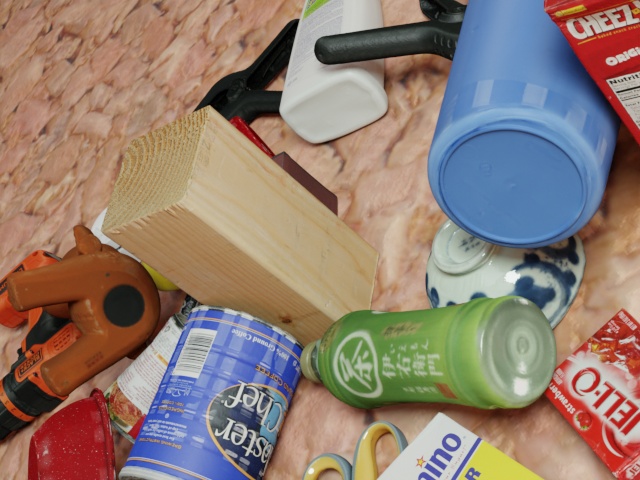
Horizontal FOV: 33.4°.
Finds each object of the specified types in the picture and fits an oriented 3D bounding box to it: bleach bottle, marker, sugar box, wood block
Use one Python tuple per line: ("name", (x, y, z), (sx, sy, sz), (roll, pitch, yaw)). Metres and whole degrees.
("bleach bottle", (0.023, -0.214, 1.052), (0.103, 0.068, 0.250), (-22, 43, 32))
("marker", (-0.125, 0.074, 0.989), (0.020, 0.020, 0.121), (-5, 55, 44))
("sugar box", (0.103, 0.179, 0.631), (0.093, 0.048, 0.176), (-46, 38, -13))
("wood block", (-0.056, 0.002, 0.824), (0.091, 0.205, 0.090), (-18, 47, 36))

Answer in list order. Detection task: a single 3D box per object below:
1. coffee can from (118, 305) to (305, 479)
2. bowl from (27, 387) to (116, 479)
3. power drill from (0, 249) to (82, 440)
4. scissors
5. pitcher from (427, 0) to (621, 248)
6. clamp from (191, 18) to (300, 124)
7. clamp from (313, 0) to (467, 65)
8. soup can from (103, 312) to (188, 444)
("coffee can", (-0.080, 0.135, 0.820), (0.103, 0.102, 0.140), (-5, 55, 44))
("bowl", (-0.203, 0.201, 0.858), (0.162, 0.055, 0.162), (180, 90, -69))
("power drill", (-0.310, 0.111, 1.120), (0.184, 0.057, 0.188), (-38, 41, 10))
("scissors", (0.017, 0.216, 0.719), (0.096, 0.016, 0.201), (-14, 48, 34))
("pitcher", (0.142, -0.102, 0.731), (0.145, 0.149, 0.242), (3, 41, 19))
("clamp", (-0.073, -0.163, 1.126), (0.172, 0.039, 0.120), (-17, 46, 37))
("clamp", (0.121, -0.185, 0.919), (0.210, 0.036, 0.164), (9, 34, 35))
("soup can", (-0.134, 0.121, 0.918), (0.102, 0.068, 0.069), (-49, 36, 1))
